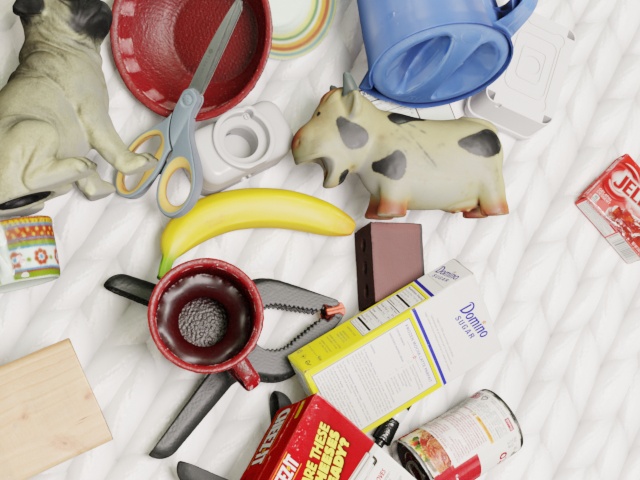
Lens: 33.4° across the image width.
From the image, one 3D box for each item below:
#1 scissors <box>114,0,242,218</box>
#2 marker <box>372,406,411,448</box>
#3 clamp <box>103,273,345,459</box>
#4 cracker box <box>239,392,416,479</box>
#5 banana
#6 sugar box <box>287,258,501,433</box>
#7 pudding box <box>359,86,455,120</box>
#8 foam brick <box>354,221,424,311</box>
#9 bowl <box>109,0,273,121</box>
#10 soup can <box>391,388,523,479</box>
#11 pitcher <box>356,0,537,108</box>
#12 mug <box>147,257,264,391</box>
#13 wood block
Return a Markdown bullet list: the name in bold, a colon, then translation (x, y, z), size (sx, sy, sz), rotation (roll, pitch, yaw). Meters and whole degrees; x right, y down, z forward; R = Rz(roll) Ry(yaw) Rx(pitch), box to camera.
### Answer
- **scissors**: translation (-0.106, -0.103, 0.928), size (0.202, 0.016, 0.096), rotation (-48, 68, 16)
- **marker**: translation (0.083, 0.140, 0.996), size (0.020, 0.020, 0.121), rotation (35, 71, -7)
- **clamp**: translation (-0.077, 0.098, 0.948), size (0.209, 0.036, 0.164), rotation (-7, 81, -15)
- **cracker box**: translation (0.023, 0.259, 0.887), size (0.213, 0.072, 0.164), rotation (42, 49, -14)
- **banana**: translation (-0.065, -0.015, 0.975), size (0.197, 0.037, 0.069), rotation (-15, 81, -21)
- **sugar box**: translation (0.068, 0.100, 0.952), size (0.176, 0.048, 0.093), rotation (-30, 120, -11)
- **pudding box**: translation (0.088, -0.102, 1.040), size (0.090, 0.039, 0.113), rotation (-19, 82, -18)
- **foam brick**: translation (0.065, 0.026, 0.997), size (0.051, 0.053, 0.078), rotation (1, 77, -17)
- **bowl**: translation (-0.108, -0.188, 0.967), size (0.162, 0.055, 0.162), rotation (2, 97, 21)
- **soup can**: translation (0.125, 0.188, 0.972), size (0.102, 0.069, 0.068), rotation (-27, 87, -20)
- **pitcher**: translation (0.099, -0.261, 1.003), size (0.149, 0.145, 0.243), rotation (-6, 66, -11)
- **mug**: translation (-0.090, 0.076, 0.888), size (0.093, 0.081, 0.117), rotation (-40, 88, -14)
- **wood block**: translation (-0.281, 0.162, 0.846), size (0.205, 0.091, 0.090), rotation (-23, 86, -19)
